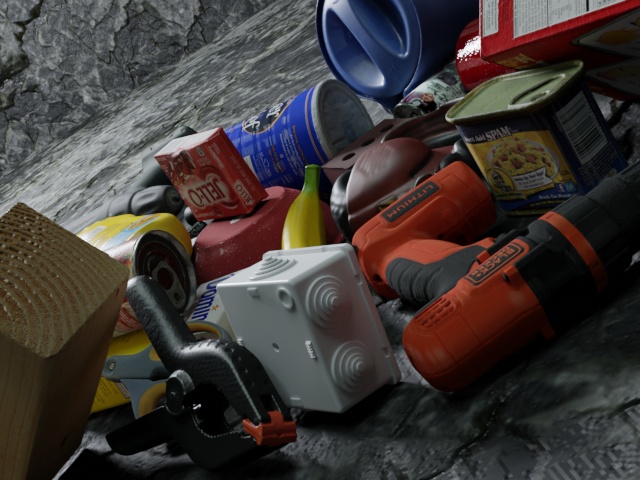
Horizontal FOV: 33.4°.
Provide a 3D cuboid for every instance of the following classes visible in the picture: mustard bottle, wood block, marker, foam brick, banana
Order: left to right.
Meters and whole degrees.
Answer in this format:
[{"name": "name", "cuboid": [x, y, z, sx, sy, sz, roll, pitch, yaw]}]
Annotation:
[{"name": "wood block", "cuboid": [-0.203, 0.088, 0.709, 0.090, 0.090, 0.206, -53, -9, -46]}, {"name": "mustard bottle", "cuboid": [-0.162, 0.016, 0.917, 0.096, 0.058, 0.192, -43, 20, -25]}, {"name": "marker", "cuboid": [-0.150, 0.013, 1.101, 0.121, 0.020, 0.020, -44, 21, -30]}, {"name": "banana", "cuboid": [-0.008, 0.014, 0.792, 0.037, 0.070, 0.198, -3, 30, -5]}, {"name": "foam brick", "cuboid": [0.053, -0.064, 0.914, 0.078, 0.051, 0.053, -38, 19, -18]}]

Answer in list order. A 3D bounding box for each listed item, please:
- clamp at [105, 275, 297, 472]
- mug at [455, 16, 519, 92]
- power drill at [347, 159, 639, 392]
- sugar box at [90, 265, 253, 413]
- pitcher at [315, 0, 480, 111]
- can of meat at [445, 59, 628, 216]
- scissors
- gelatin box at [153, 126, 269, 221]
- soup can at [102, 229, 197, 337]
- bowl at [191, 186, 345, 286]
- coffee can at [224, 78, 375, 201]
[{"name": "clamp", "cuboid": [-0.079, 0.085, 0.661, 0.172, 0.120, 0.039, 1, 5, 45]}, {"name": "mug", "cuboid": [0.168, -0.152, 0.920, 0.082, 0.093, 0.117, -9, 65, 61]}, {"name": "power drill", "cuboid": [0.106, 0.001, 0.645, 0.184, 0.057, 0.188, -34, 18, -7]}, {"name": "sugar box", "cuboid": [-0.122, 0.080, 0.837, 0.176, 0.048, 0.093, -23, 20, 30]}, {"name": "pitcher", "cuboid": [0.118, -0.241, 1.055, 0.242, 0.145, 0.149, -26, -34, -39]}, {"name": "can of meat", "cuboid": [0.146, -0.065, 0.711, 0.057, 0.084, 0.102, -41, 20, -27]}, {"name": "scissors", "cuboid": [-0.145, 0.109, 0.769, 0.202, 0.016, 0.096, -18, 52, 32]}, {"name": "gelatin box", "cuboid": [-0.095, -0.055, 0.919, 0.030, 0.073, 0.089, -44, 22, -29]}, {"name": "soup can", "cuboid": [-0.154, 0.038, 0.814, 0.102, 0.068, 0.068, -19, 22, 31]}, {"name": "bowl", "cuboid": [-0.056, 0.001, 0.919, 0.162, 0.055, 0.162, -29, 18, 10]}, {"name": "coffee can", "cuboid": [-0.028, -0.077, 1.001, 0.141, 0.103, 0.102, -21, 21, 31]}]
